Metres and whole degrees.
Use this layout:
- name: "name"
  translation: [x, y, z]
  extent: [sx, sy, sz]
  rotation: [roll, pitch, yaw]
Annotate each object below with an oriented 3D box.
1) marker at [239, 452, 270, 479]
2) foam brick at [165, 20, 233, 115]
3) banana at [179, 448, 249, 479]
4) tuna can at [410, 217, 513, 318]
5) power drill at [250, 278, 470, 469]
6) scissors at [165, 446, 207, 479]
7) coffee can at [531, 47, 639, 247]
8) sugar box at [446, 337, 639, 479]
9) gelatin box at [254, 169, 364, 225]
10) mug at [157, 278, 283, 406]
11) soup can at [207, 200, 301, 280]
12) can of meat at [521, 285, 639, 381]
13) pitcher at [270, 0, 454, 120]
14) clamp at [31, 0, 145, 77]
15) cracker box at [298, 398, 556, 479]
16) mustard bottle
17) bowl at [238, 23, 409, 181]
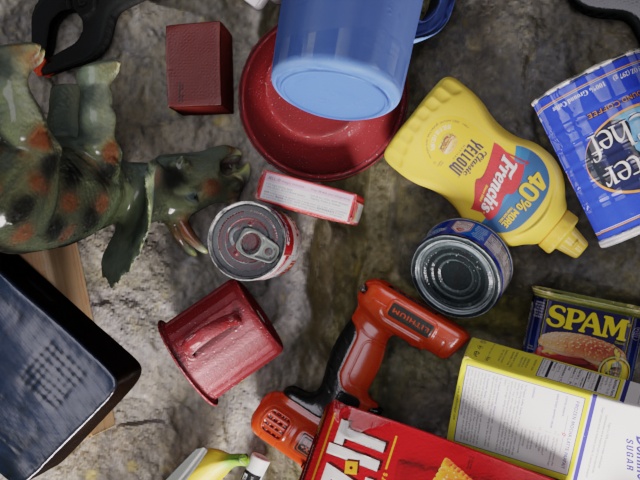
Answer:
- name: "marker"
  translation: [-0.081, 0.255, 0.993]
  extent: [0.020, 0.020, 0.121]
  rotation: [26, 92, 7]
- name: "foam brick"
  translation: [-0.111, -0.158, 0.987]
  extent: [0.053, 0.051, 0.078]
  rotation: [-1, 89, 8]
- name: "banana"
  translation: [-0.128, 0.267, 0.980]
  extent: [0.037, 0.070, 0.198]
  rotation: [18, 100, -33]
- name: "tuna can"
  translation: [0.124, 0.025, 0.941]
  extent: [0.086, 0.033, 0.086]
  rotation: [14, 122, 23]
- name: "power drill"
  translation: [0.055, 0.143, 0.958]
  extent: [0.184, 0.057, 0.188]
  rotation: [32, 93, 6]
- name: "scissors"
  translation: [-0.182, 0.251, 0.987]
  extent: [0.096, 0.016, 0.202]
  rotation: [32, 102, 25]
- name: "coffee can"
  translation: [0.257, -0.078, 0.911]
  extent: [0.103, 0.102, 0.140]
  rotation: [-26, 86, 6]
- name: "sugar box"
  translation: [0.200, 0.150, 0.894]
  extent: [0.176, 0.048, 0.093]
  rotation: [14, 118, 16]
- name: "gelatin box"
  translation: [-0.009, -0.037, 0.960]
  extent: [0.089, 0.073, 0.030]
  rotation: [14, 91, 7]
- name: "mug"
  translation: [-0.089, 0.086, 0.951]
  extent: [0.081, 0.117, 0.093]
  rotation: [-35, 76, 1]
- name: "soup can"
  translation: [-0.056, 0.001, 0.952]
  extent: [0.068, 0.102, 0.068]
  rotation: [0, 89, 7]
- name: "can of meat"
  translation: [0.228, 0.091, 0.936]
  extent: [0.102, 0.057, 0.084]
  rotation: [12, 94, 8]
- name: "pitcher"
  translation: [0.040, -0.226, 0.901]
  extent: [0.149, 0.145, 0.243]
  rotation: [7, 73, 10]
- name: "clamp"
  translation: [-0.225, -0.234, 1.009]
  extent: [0.171, 0.039, 0.120]
  rotation: [-45, 83, 5]
- name: "cracker box"
  translation: [0.080, 0.243, 0.874]
  extent: [0.213, 0.072, 0.164]
  rotation: [20, 74, 1]
- name: "mustard bottle"
  translation: [0.157, -0.052, 0.946]
  extent: [0.191, 0.058, 0.096]
  rotation: [40, 99, 6]
- name: "bowl"
  translation: [-0.001, -0.136, 0.970]
  extent: [0.162, 0.055, 0.162]
  rotation: [0, 89, 7]
